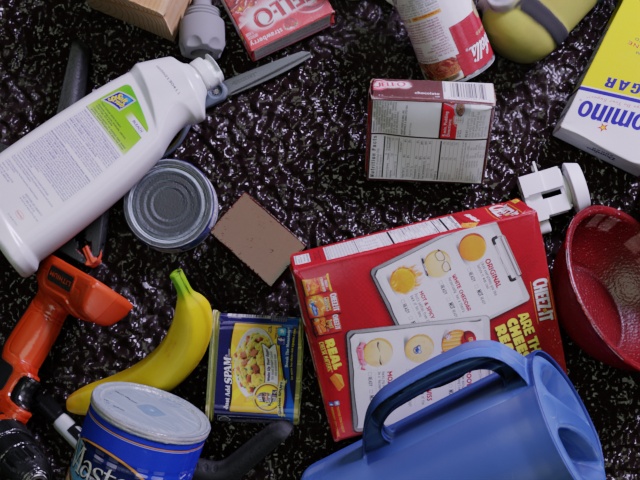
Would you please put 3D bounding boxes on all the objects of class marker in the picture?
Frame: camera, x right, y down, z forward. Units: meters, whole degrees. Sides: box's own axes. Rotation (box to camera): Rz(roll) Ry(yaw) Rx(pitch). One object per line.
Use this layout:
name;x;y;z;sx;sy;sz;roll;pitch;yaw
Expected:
marker;-0.218;0.186;0.978;0.020;0.020;0.121;-45;86;-3

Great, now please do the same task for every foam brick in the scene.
foam brick;-0.056;0.001;0.977;0.078;0.053;0.051;41;86;5

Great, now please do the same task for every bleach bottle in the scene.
bleach bottle;-0.190;-0.080;0.952;0.250;0.068;0.102;-36;84;-12

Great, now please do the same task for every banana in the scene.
banana;-0.151;0.105;0.946;0.069;0.037;0.198;41;117;-2

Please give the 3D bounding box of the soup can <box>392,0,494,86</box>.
soup can;0.108;-0.199;0.966;0.068;0.068;0.102;-28;114;-2

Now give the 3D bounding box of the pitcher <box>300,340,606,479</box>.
pitcher;0.099;0.188;0.879;0.243;0.144;0.149;-28;68;22

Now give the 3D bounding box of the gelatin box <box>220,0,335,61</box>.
gelatin box;-0.041;-0.221;1.004;0.089;0.030;0.073;-26;78;-5

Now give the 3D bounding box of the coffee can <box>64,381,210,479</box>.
coffee can;-0.162;0.203;0.893;0.103;0.102;0.140;20;99;3

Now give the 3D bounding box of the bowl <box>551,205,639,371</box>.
bowl;0.256;0.052;0.943;0.161;0.055;0.162;19;54;-29

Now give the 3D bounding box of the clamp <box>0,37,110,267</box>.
clamp;-0.265;-0.067;0.995;0.164;0.036;0.210;-20;85;-2

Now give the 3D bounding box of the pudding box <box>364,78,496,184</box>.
pudding box;0.098;-0.098;0.968;0.113;0.039;0.090;4;129;2

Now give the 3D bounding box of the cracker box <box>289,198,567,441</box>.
cracker box;0.094;0.068;0.939;0.213;0.072;0.164;-14;105;-1

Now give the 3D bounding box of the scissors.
scissors;-0.116;-0.151;1.011;0.201;0.016;0.096;-38;85;-3

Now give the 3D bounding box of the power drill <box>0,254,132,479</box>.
power drill;-0.246;0.113;0.925;0.185;0.057;0.187;24;76;46

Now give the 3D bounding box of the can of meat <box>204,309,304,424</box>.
can of meat;-0.058;0.116;0.964;0.084;0.057;0.102;3;84;0

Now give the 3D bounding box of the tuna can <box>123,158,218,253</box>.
tuna can;-0.139;-0.032;0.991;0.086;0.034;0.086;0;84;1

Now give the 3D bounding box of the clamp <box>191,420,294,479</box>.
clamp;-0.089;0.218;0.950;0.171;0.039;0.120;-2;98;6
